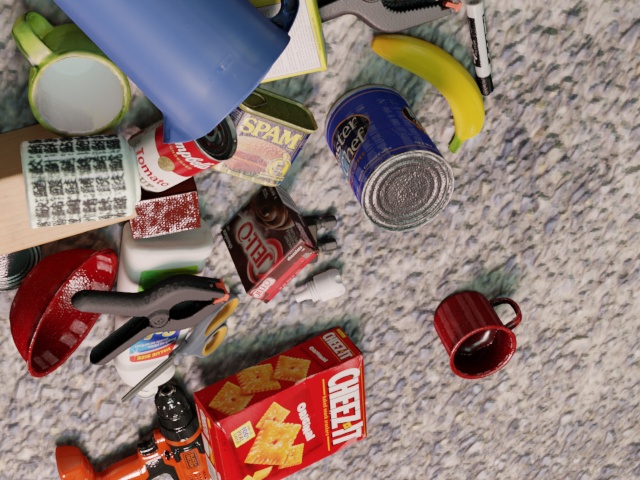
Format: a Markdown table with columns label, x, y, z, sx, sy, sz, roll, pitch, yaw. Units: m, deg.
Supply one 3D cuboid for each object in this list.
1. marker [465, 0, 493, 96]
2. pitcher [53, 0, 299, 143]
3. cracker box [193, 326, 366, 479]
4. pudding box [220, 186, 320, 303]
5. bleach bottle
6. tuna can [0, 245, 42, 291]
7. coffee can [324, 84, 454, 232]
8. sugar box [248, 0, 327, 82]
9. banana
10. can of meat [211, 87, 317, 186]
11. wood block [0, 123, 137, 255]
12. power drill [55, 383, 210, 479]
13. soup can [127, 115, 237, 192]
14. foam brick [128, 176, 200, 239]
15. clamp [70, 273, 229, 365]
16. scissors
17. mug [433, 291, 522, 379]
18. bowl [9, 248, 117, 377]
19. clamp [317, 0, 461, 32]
| label | x | y | z | sx | sy | sz | roll | pitch | yaw |
| --- | --- | --- | --- | --- | --- | --- | --- | --- | --- |
| marker | 0.176 | -0.211 | 1.175 | 0.020 | 0.020 | 0.121 | -19 | 130 | -4 |
| pitcher | -0.146 | -0.220 | 0.947 | 0.242 | 0.149 | 0.145 | 43 | 133 | -13 |
| cracker box | -0.046 | 0.227 | 1.374 | 0.213 | 0.072 | 0.164 | -22 | 132 | -20 |
| pudding box | -0.058 | 0.001 | 1.196 | 0.090 | 0.113 | 0.039 | -44 | 131 | 16 |
| bleach bottle | -0.190 | 0.089 | 1.253 | 0.102 | 0.068 | 0.251 | -4 | 130 | -19 |
| tuna can | -0.346 | 0.012 | 1.154 | 0.086 | 0.034 | 0.086 | -10 | 129 | -12 |
| coffee can | 0.072 | -0.090 | 1.152 | 0.102 | 0.140 | 0.103 | -10 | 129 | -12 |
| sugar box | -0.087 | -0.198 | 1.052 | 0.176 | 0.048 | 0.093 | -8 | 129 | 8 |
| banana | 0.132 | -0.170 | 1.179 | 0.070 | 0.037 | 0.197 | -36 | 129 | 9 |
| can of meat | -0.068 | -0.112 | 1.142 | 0.102 | 0.057 | 0.084 | 17 | 122 | -29 |
| wood block | -0.301 | -0.053 | 1.083 | 0.206 | 0.091 | 0.090 | -17 | 130 | -7 |
| power drill | -0.241 | 0.274 | 1.379 | 0.187 | 0.057 | 0.184 | -17 | 130 | -6 |
| soup can | -0.144 | -0.096 | 1.095 | 0.102 | 0.068 | 0.068 | -21 | 137 | 36 |
| foam brick | -0.173 | -0.042 | 1.162 | 0.078 | 0.051 | 0.053 | -10 | 130 | -12 |
| clamp | -0.187 | 0.084 | 1.179 | 0.171 | 0.039 | 0.120 | -9 | 145 | -17 |
| scissors | -0.163 | 0.140 | 1.260 | 0.201 | 0.016 | 0.096 | -47 | 160 | -30 |
| mug | 0.208 | 0.114 | 1.398 | 0.117 | 0.081 | 0.093 | -34 | 130 | 8 |
| bowl | -0.290 | 0.067 | 1.169 | 0.055 | 0.162 | 0.162 | 29 | 120 | 9 |
| clamp | 0.041 | -0.254 | 1.082 | 0.209 | 0.036 | 0.165 | 14 | 122 | -23 |
